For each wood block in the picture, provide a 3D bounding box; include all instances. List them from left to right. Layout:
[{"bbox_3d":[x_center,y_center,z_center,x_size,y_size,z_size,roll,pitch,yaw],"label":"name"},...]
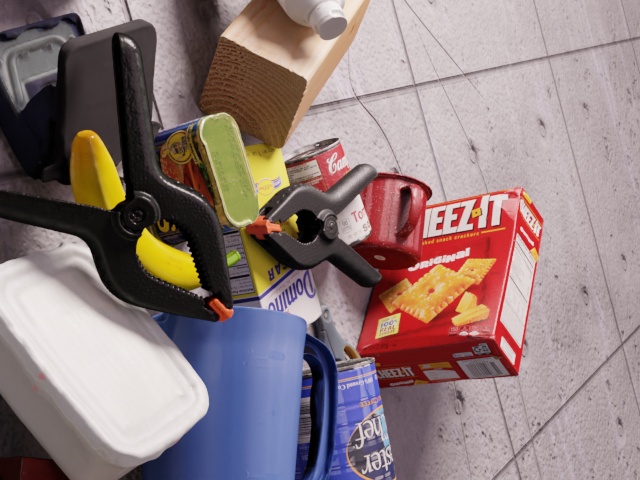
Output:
[{"bbox_3d":[-0.026,-0.193,1.027,0.090,0.091,0.205,27,45,2],"label":"wood block"}]

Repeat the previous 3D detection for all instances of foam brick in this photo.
[{"bbox_3d":[-0.199,0.187,0.714,0.051,0.053,0.078,22,61,-51],"label":"foam brick"}]

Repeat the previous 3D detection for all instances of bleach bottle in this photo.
[{"bbox_3d":[-0.050,-0.281,0.973,0.102,0.068,0.251,10,44,-52],"label":"bleach bottle"}]

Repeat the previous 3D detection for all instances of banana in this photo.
[{"bbox_3d":[-0.139,-0.008,0.825,0.197,0.037,0.069,44,70,-48],"label":"banana"}]

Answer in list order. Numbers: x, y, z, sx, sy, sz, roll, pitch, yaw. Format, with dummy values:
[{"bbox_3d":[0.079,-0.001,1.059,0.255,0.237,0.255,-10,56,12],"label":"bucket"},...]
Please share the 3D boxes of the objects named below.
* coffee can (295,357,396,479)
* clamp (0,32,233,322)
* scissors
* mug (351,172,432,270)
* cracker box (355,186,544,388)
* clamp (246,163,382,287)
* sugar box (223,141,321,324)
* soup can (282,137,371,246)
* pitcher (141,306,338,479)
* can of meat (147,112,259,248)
[{"bbox_3d":[0.012,0.186,0.979,0.102,0.103,0.140,-6,84,-56],"label":"coffee can"},{"bbox_3d":[-0.129,-0.029,0.749,0.210,0.036,0.164,43,80,-18],"label":"clamp"},{"bbox_3d":[-0.003,0.093,1.064,0.201,0.016,0.096,63,36,-20],"label":"scissors"},{"bbox_3d":[0.076,-0.021,1.134,0.093,0.117,0.081,16,69,-23],"label":"mug"},{"bbox_3d":[0.142,0.050,1.158,0.072,0.164,0.213,52,42,-36],"label":"cracker box"},{"bbox_3d":[0.002,-0.004,0.995,0.171,0.039,0.120,-14,93,-45],"label":"clamp"},{"bbox_3d":[-0.056,0.001,0.989,0.093,0.048,0.176,-22,97,-56],"label":"sugar box"},{"bbox_3d":[0.004,-0.044,1.073,0.068,0.069,0.102,-38,111,-54],"label":"soup can"},{"bbox_3d":[-0.070,0.176,0.837,0.145,0.149,0.243,50,39,-73],"label":"pitcher"},{"bbox_3d":[-0.106,-0.050,0.898,0.057,0.084,0.102,-26,102,-56],"label":"can of meat"}]
